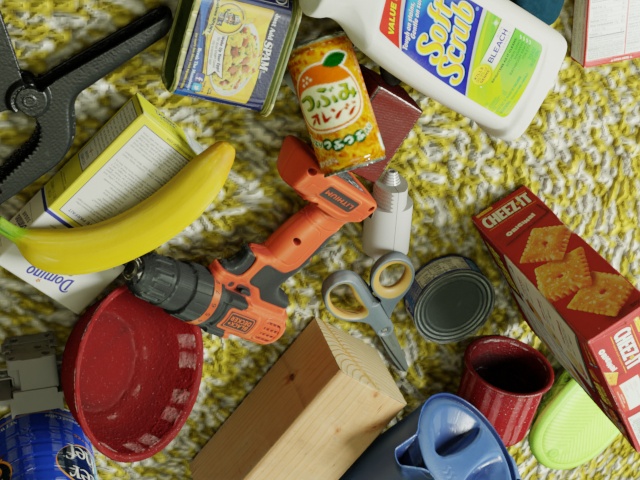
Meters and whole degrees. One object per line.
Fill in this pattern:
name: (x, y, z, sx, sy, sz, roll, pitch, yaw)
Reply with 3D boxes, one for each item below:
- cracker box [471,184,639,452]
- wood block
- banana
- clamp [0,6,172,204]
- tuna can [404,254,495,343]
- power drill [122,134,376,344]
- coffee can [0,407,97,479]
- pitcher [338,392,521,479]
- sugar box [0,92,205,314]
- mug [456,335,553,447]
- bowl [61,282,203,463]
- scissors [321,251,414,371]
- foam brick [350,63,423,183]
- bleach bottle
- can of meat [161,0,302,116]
cracker box: (0.241, 0.066, 0.985, 0.072, 0.214, 0.164, -33, 126, 0)
wood block: (-0.026, 0.190, 1.044, 0.090, 0.091, 0.206, 31, 107, -32)
banana: (-0.153, -0.016, 0.844, 0.197, 0.037, 0.069, -20, 130, -5)
clamp: (-0.230, -0.121, 0.809, 0.164, 0.036, 0.210, 24, 111, -31)
tuna can: (0.126, 0.057, 1.049, 0.086, 0.034, 0.086, -9, 123, -14)
power drill: (-0.056, 0.001, 0.918, 0.188, 0.057, 0.184, -47, 141, 15)
coffee can: (-0.249, 0.231, 0.960, 0.102, 0.140, 0.103, -9, 123, -14)
pitcher: (0.076, 0.267, 1.075, 0.149, 0.144, 0.243, 46, 124, -6)
sugar box: (-0.177, -0.028, 0.882, 0.176, 0.048, 0.093, -41, 126, 12)
mug: (0.193, 0.155, 1.108, 0.117, 0.093, 0.081, -19, 134, -38)
bowl: (-0.174, 0.109, 0.934, 0.161, 0.055, 0.162, -10, 102, -56)
scissors: (0.072, 0.068, 1.017, 0.096, 0.016, 0.201, -36, 141, 13)
foam brick: (0.039, -0.100, 0.908, 0.051, 0.053, 0.078, 23, 112, -30)
bleach bottle: (0.070, -0.162, 0.806, 0.250, 0.068, 0.103, 18, 107, -34)
can of meat: (-0.071, -0.155, 0.832, 0.083, 0.057, 0.102, 9, 117, -22)
